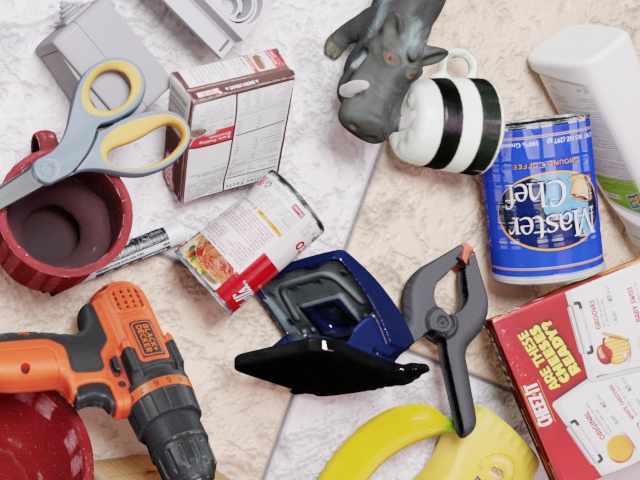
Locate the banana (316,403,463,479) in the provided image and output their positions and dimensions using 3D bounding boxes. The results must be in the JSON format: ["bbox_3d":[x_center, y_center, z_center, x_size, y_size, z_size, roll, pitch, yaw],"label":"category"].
[{"bbox_3d":[0.040,0.203,0.925,0.197,0.070,0.037,-41,152,-14],"label":"banana"}]

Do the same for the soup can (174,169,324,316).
[{"bbox_3d":[-0.056,0.001,0.844,0.102,0.069,0.068,-41,111,-6],"label":"soup can"}]

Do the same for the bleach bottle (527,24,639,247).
[{"bbox_3d":[0.290,-0.081,1.023,0.068,0.103,0.250,-36,115,-12],"label":"bleach bottle"}]

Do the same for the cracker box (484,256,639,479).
[{"bbox_3d":[0.278,0.107,0.961,0.213,0.072,0.164,-22,85,-1],"label":"cracker box"}]

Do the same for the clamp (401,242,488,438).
[{"bbox_3d":[0.109,0.086,0.944,0.120,0.039,0.171,35,70,-7],"label":"clamp"}]

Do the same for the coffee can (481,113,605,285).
[{"bbox_3d":[0.199,-0.039,0.965,0.102,0.103,0.140,-12,99,-27],"label":"coffee can"}]

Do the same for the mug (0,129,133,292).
[{"bbox_3d":[-0.192,-0.021,0.767,0.093,0.082,0.117,-11,79,-26],"label":"mug"}]

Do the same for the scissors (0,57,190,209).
[{"bbox_3d":[-0.185,-0.067,0.725,0.201,0.016,0.096,-17,86,-28],"label":"scissors"}]

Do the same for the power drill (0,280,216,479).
[{"bbox_3d":[-0.179,0.113,0.744,0.187,0.184,0.057,-5,137,-33],"label":"power drill"}]

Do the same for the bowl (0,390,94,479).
[{"bbox_3d":[-0.244,0.167,0.749,0.162,0.055,0.162,14,46,-15],"label":"bowl"}]

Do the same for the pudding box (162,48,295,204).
[{"bbox_3d":[-0.072,-0.087,0.823,0.089,0.114,0.039,-19,57,-26],"label":"pudding box"}]

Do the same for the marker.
[{"bbox_3d":[-0.161,0.014,0.828,0.121,0.020,0.020,-24,104,-24],"label":"marker"}]

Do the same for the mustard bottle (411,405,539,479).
[{"bbox_3d":[0.114,0.248,0.967,0.096,0.058,0.191,45,74,-25],"label":"mustard bottle"}]
